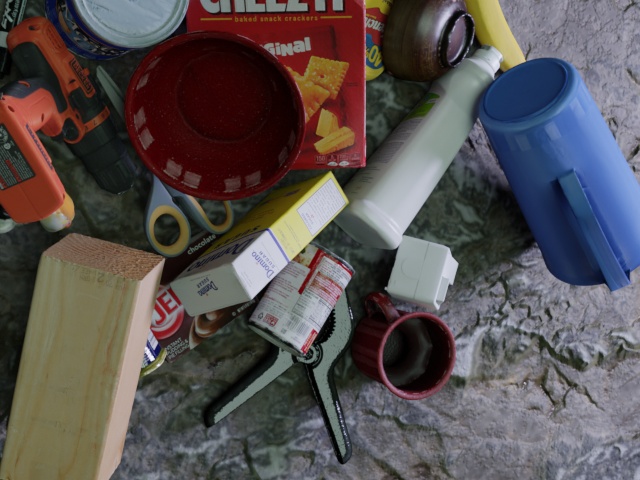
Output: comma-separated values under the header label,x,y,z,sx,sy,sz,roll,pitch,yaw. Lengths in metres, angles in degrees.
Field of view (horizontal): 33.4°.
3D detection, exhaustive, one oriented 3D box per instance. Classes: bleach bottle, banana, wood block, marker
label,x,y,z,sx,sy,sz,roll,pitch,yaw
bleach bottle,0.113,-0.107,1.122,0.068,0.103,0.250,43,77,-20
banana,0.187,-0.270,1.177,0.069,0.037,0.198,-15,100,-21
wood block,-0.209,0.109,0.937,0.090,0.090,0.206,15,104,1
marker,-0.284,-0.209,0.988,0.020,0.020,0.121,14,89,-24

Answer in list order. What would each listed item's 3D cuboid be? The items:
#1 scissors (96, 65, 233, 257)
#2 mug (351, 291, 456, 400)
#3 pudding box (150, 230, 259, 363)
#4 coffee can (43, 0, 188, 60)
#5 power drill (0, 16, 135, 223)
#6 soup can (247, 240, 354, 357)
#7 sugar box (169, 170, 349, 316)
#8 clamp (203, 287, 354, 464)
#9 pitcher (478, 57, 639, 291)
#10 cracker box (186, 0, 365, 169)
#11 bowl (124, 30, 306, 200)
label,x,y,z,sx,sy,sz,roll,pitch,yaw
scissors,-0.165,-0.062,0.998,0.096,0.016,0.201,-49,119,-2
mug,0.079,0.106,1.136,0.093,0.082,0.117,-34,107,-18
pudding box,-0.132,0.053,1.063,0.113,0.039,0.090,-35,106,-18
coffee can,-0.187,-0.219,0.962,0.102,0.140,0.103,-2,95,-23
power drill,-0.236,-0.090,0.939,0.057,0.187,0.184,-24,113,16
soup can,-0.020,0.058,1.068,0.068,0.069,0.102,35,79,-22
sugar box,-0.057,0.001,1.027,0.176,0.094,0.048,-42,108,-44
clamp,-0.028,0.120,1.115,0.164,0.036,0.210,11,86,-18
pitcher,0.263,-0.066,1.130,0.145,0.149,0.242,-52,129,-20
cracker box,-0.038,-0.172,1.001,0.164,0.072,0.214,-1,119,2
bowl,-0.091,-0.119,0.960,0.162,0.055,0.162,2,118,4
